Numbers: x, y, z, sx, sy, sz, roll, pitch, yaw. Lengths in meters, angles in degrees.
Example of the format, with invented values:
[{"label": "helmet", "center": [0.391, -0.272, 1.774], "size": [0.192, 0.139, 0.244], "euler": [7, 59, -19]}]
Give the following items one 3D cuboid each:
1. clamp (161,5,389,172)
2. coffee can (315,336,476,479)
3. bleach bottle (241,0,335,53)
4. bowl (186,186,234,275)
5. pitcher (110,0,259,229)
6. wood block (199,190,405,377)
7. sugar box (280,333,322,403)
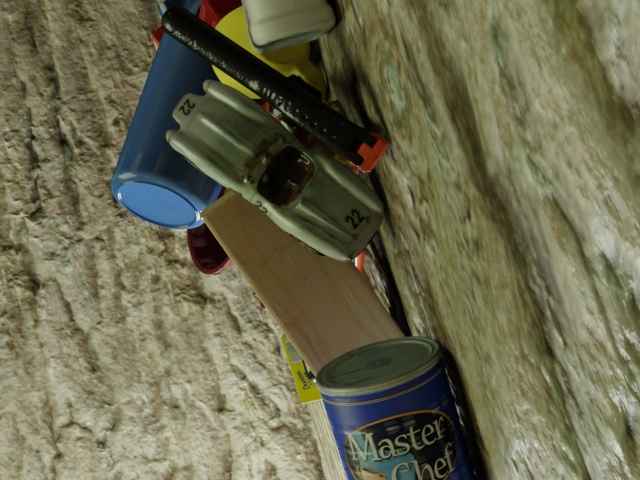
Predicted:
[{"label": "clamp", "center": [-0.018, -0.110, 0.861], "size": [0.210, 0.036, 0.164], "euler": [37, -173, 32]}, {"label": "coffee can", "center": [0.064, 0.160, 0.853], "size": [0.103, 0.102, 0.140], "euler": [-137, 30, -78]}, {"label": "bleach bottle", "center": [-0.054, -0.282, 0.850], "size": [0.102, 0.068, 0.251], "euler": [-155, 50, -82]}, {"label": "bowl", "center": [-0.102, -0.036, 1.270], "size": [0.162, 0.055, 0.162], "euler": [-20, 66, 56]}, {"label": "pitcher", "center": [-0.128, -0.133, 1.158], "size": [0.145, 0.149, 0.242], "euler": [80, -156, -60]}, {"label": "wood block", "center": [-0.015, 0.035, 0.987], "size": [0.206, 0.090, 0.091], "euler": [55, 177, -8]}, {"label": "sugar box", "center": [-0.004, 0.140, 1.411], "size": [0.176, 0.048, 0.093], "euler": [-53, -53, -77]}]
